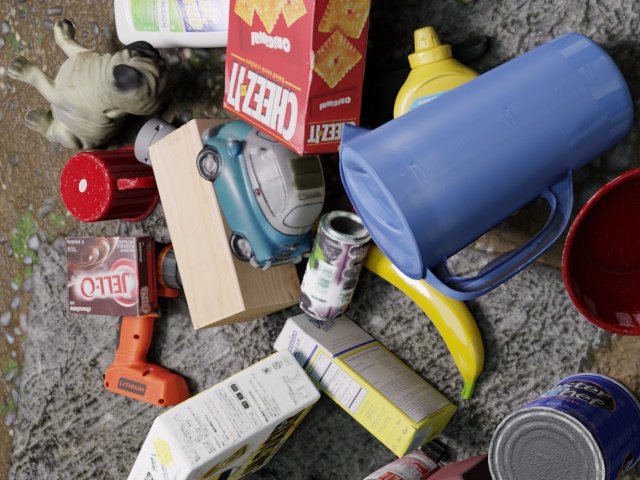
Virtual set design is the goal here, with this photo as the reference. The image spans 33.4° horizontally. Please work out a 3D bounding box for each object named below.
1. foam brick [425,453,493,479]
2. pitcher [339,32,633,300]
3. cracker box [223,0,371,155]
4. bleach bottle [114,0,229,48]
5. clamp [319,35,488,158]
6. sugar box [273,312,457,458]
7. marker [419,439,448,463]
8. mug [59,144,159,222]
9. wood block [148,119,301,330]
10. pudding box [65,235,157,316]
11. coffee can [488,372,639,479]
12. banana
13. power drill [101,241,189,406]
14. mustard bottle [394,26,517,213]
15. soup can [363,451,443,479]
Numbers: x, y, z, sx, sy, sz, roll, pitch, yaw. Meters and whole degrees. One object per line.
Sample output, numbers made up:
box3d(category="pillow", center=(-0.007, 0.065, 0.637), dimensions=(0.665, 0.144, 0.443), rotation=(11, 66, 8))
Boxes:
box3d(category="foam brick", center=(0.140, 0.250, 1.054), dimensions=(0.051, 0.078, 0.053), rotation=(-23, 84, 30))
box3d(category="pitcher", center=(0.150, -0.070, 0.922), dimensions=(0.145, 0.242, 0.149), rotation=(43, 161, 59))
box3d(category="cracker box", center=(-0.026, -0.207, 1.010), dimensions=(0.164, 0.072, 0.214), rotation=(36, 127, 50))
box3d(category="bleach bottle", center=(-0.105, -0.261, 1.153), dimensions=(0.251, 0.068, 0.102), rotation=(3, 98, 29))
box3d(category="clamp", center=(0.040, -0.171, 1.061), dimensions=(0.164, 0.036, 0.210), rotation=(36, 123, -11))
box3d(category="sugar box", center=(0.045, 0.140, 1.090), dimensions=(0.176, 0.093, 0.048), rotation=(37, 113, 24))
box3d(category="marker", center=(0.083, 0.194, 1.116), dimensions=(0.121, 0.020, 0.020), rotation=(33, 112, 24))
box3d(category="mug", center=(-0.239, -0.064, 1.245), dimensions=(0.117, 0.081, 0.093), rotation=(1, 96, 31))
box3d(category="wood block", center=(-0.102, -0.018, 1.144), dimensions=(0.090, 0.090, 0.206), rotation=(-24, 78, 43))
box3d(category="pudding box", center=(-0.239, 0.040, 1.221), dimensions=(0.114, 0.039, 0.090), rotation=(0, 93, 35))
box3d(category="coffee can", center=(0.224, 0.183, 0.958), dimensions=(0.103, 0.140, 0.103), rotation=(4, 98, 31))
box3d(category="banana", center=(0.107, 0.066, 1.076), dimensions=(0.070, 0.037, 0.198), rotation=(-44, 73, 28))
box3d(category="power drill", center=(-0.186, 0.094, 1.247), dimensions=(0.185, 0.057, 0.188), rotation=(10, 98, 34))
box3d(category="mustard bottle", center=(0.121, -0.107, 1.010), dimensions=(0.096, 0.058, 0.191), rotation=(-15, 98, 2))
box3d(category="soup can", center=(0.080, 0.259, 1.078), dimensions=(0.069, 0.102, 0.068), rotation=(4, 97, 31))
